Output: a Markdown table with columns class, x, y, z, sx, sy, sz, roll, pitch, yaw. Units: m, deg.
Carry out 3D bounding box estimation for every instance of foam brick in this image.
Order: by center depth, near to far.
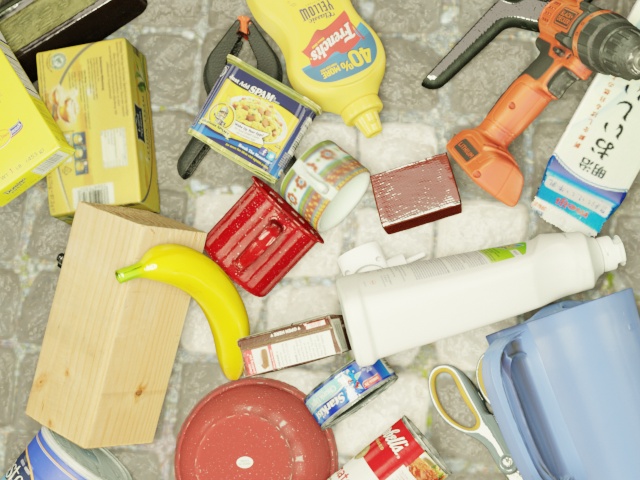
| class | x | y | z | sx | sy | sz | roll | pitch | yaw |
| --- | --- | --- | --- | --- | --- | --- | --- | --- | --- |
| foam brick | 0.090 | -0.043 | 1.010 | 0.078 | 0.053 | 0.051 | -17 | 79 | 5 |

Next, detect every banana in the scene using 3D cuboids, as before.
| class | x | y | z | sx | sy | sz | roll | pitch | yaw |
| --- | --- | --- | --- | --- | --- | --- | --- | --- | --- |
| banana | -0.107 | 0.057 | 0.971 | 0.069 | 0.197 | 0.037 | -37 | 43 | 3 |

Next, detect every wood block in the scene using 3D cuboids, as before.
| class | x | y | z | sx | sy | sz | roll | pitch | yaw |
| --- | --- | --- | --- | --- | --- | --- | --- | --- | --- |
| wood block | -0.188 | 0.077 | 0.986 | 0.090 | 0.090 | 0.206 | 19 | 96 | 36 |

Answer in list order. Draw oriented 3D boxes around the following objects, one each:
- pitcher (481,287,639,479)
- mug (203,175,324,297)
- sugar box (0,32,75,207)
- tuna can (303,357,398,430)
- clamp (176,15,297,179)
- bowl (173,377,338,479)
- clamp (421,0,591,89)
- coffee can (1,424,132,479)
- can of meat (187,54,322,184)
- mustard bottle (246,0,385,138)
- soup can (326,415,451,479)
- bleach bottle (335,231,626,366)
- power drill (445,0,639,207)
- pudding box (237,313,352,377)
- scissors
| class | x | y | z | sx | sy | sz | roll | pitch | yaw |
| --- | --- | --- | --- | --- | --- | --- | --- | --- | --- |
| pitcher | 0.234 | 0.172 | 0.913 | 0.149 | 0.145 | 0.243 | -19 | 82 | 5 |
| mug | -0.057 | 0.001 | 0.998 | 0.093 | 0.117 | 0.081 | 43 | 95 | -8 |
| sugar box | -0.321 | -0.131 | 1.022 | 0.093 | 0.048 | 0.176 | -35 | 82 | 4 |
| tuna can | 0.027 | 0.136 | 0.977 | 0.086 | 0.086 | 0.034 | -36 | 77 | 2 |
| clamp | -0.069 | -0.134 | 1.058 | 0.120 | 0.039 | 0.171 | 11 | 86 | -1 |
| bowl | -0.066 | 0.208 | 0.997 | 0.162 | 0.055 | 0.162 | -1 | 81 | 8 |
| clamp | 0.177 | -0.252 | 1.032 | 0.210 | 0.036 | 0.164 | -17 | 87 | 5 |
| coffee can | -0.258 | 0.253 | 0.996 | 0.103 | 0.102 | 0.140 | 38 | 89 | 12 |
| can of meat | -0.063 | -0.113 | 1.009 | 0.102 | 0.057 | 0.084 | 30 | 89 | 3 |
| mustard bottle | 0.008 | -0.185 | 1.040 | 0.096 | 0.058 | 0.192 | -25 | 79 | -14 |
| soup can | 0.059 | 0.217 | 0.969 | 0.102 | 0.068 | 0.068 | -40 | 78 | 2 |
| bleach bottle | 0.143 | 0.040 | 0.930 | 0.251 | 0.102 | 0.068 | -14 | 105 | -1 |
| power drill | 0.201 | -0.123 | 0.943 | 0.057 | 0.184 | 0.188 | 34 | 103 | -19 |
| pudding box | -0.020 | 0.096 | 0.977 | 0.090 | 0.113 | 0.039 | -16 | 82 | 7 |
| scissors | 0.182 | 0.185 | 0.980 | 0.096 | 0.016 | 0.202 | -41 | 78 | 1 |
